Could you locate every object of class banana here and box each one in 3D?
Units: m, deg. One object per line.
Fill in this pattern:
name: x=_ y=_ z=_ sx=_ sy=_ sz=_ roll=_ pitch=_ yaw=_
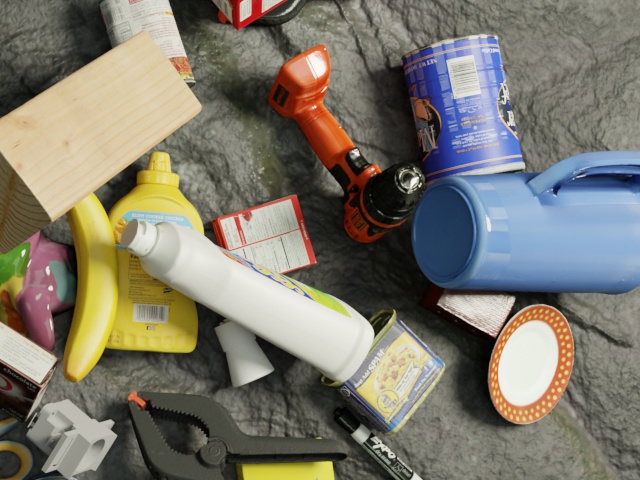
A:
banana: x=-0.214 y=0.028 z=0.965 sx=0.069 sy=0.037 sz=0.198 roll=-2 pitch=77 yaw=-39

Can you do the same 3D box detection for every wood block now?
wood block: x=-0.210 y=-0.088 z=0.922 sx=0.090 sy=0.091 sz=0.205 roll=54 pitch=44 yaw=-10

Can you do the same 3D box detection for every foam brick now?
foam brick: x=0.154 y=0.064 z=1.118 sx=0.078 sy=0.053 sz=0.051 roll=29 pitch=78 yaw=-11

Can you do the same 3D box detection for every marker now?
marker: x=0.058 y=0.214 z=1.095 sx=0.121 sy=0.020 sz=0.020 roll=45 pitch=75 yaw=-8

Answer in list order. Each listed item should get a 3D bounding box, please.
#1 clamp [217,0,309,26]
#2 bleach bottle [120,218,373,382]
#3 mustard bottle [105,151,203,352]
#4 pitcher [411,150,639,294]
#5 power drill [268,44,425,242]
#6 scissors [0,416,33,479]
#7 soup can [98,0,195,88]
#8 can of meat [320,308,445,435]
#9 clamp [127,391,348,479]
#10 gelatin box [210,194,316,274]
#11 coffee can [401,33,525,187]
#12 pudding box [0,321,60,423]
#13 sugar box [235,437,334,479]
clamp: x=-0.035 y=-0.281 z=1.099 sx=0.171 sy=0.039 sz=0.120 roll=-23 pitch=78 yaw=-17
bleach bottle: x=-0.071 y=0.048 z=0.989 sx=0.250 sy=0.103 sz=0.068 roll=29 pitch=95 yaw=-33
mustard bottle: x=-0.162 y=0.010 z=1.026 sx=0.096 sy=0.058 sz=0.191 roll=5 pitch=84 yaw=-15
pitcher: x=0.218 y=-0.016 z=1.061 sx=0.242 sy=0.145 sz=0.149 roll=0 pitch=93 yaw=-34
power drill: x=0.025 y=-0.092 z=1.035 sx=0.057 sy=0.185 sz=0.188 roll=-29 pitch=84 yaw=-17
scissors: x=-0.353 y=0.214 z=0.976 sx=0.201 sy=0.016 sz=0.096 roll=-33 pitch=94 yaw=-16
soup can: x=-0.169 y=-0.191 z=1.036 sx=0.068 sy=0.069 sz=0.102 roll=-18 pitch=90 yaw=-17
can of meat: x=0.066 y=0.134 z=1.085 sx=0.084 sy=0.057 sz=0.102 roll=44 pitch=76 yaw=-11
clamp: x=-0.089 y=0.201 z=1.004 sx=0.210 sy=0.036 sz=0.164 roll=37 pitch=58 yaw=19
gelatin box: x=-0.057 y=0.001 z=1.073 sx=0.089 sy=0.030 sz=0.073 roll=-18 pitch=92 yaw=-17
coffee can: x=0.147 y=-0.131 z=1.105 sx=0.102 sy=0.103 sz=0.140 roll=-11 pitch=89 yaw=-17
pudding box: x=-0.296 y=0.107 z=0.955 sx=0.113 sy=0.090 sz=0.039 roll=31 pitch=53 yaw=-5
sugar box: x=-0.027 y=0.290 z=1.050 sx=0.093 sy=0.048 sz=0.176 roll=-8 pitch=86 yaw=-15
